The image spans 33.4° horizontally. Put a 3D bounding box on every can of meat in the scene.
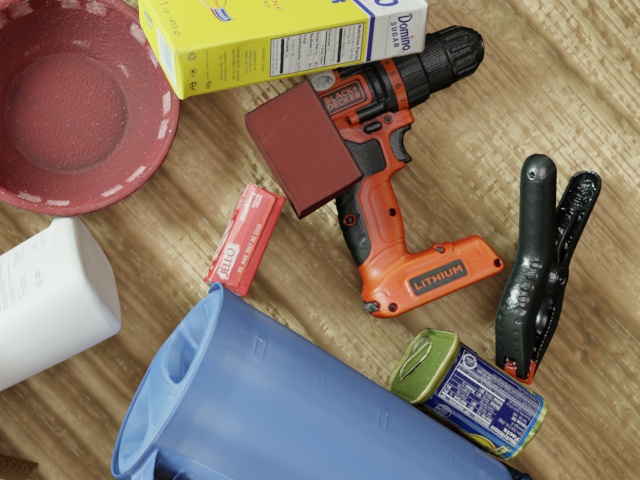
[{"bbox_3d":[0.103,0.110,0.762,0.084,0.102,0.057,34,83,-7],"label":"can of meat"}]

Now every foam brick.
[{"bbox_3d":[-0.011,-0.061,0.727,0.051,0.053,0.078,-30,89,-4],"label":"foam brick"}]

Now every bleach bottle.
[{"bbox_3d":[-0.261,0.078,0.724,0.251,0.102,0.068,-28,124,1],"label":"bleach bottle"}]

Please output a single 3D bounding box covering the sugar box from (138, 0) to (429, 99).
[{"bbox_3d":[-0.026,-0.152,0.718,0.176,0.048,0.093,-16,49,-15],"label":"sugar box"}]

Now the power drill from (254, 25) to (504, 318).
[{"bbox_3d":[0.064,-0.050,0.786,0.184,0.057,0.187,-24,88,-4],"label":"power drill"}]

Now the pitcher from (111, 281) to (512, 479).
[{"bbox_3d":[-0.002,0.146,0.672,0.242,0.145,0.149,30,82,-14],"label":"pitcher"}]

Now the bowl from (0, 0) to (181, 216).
[{"bbox_3d":[-0.180,-0.095,0.753,0.162,0.055,0.162,1,86,-9],"label":"bowl"}]

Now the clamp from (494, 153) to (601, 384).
[{"bbox_3d":[0.157,0.018,0.776,0.039,0.120,0.171,13,85,38],"label":"clamp"}]

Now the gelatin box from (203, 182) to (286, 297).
[{"bbox_3d":[-0.055,0.001,0.750,0.030,0.089,0.073,24,85,-6],"label":"gelatin box"}]
